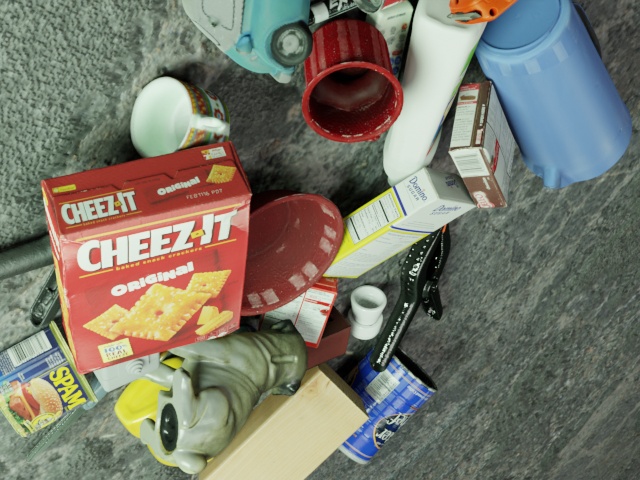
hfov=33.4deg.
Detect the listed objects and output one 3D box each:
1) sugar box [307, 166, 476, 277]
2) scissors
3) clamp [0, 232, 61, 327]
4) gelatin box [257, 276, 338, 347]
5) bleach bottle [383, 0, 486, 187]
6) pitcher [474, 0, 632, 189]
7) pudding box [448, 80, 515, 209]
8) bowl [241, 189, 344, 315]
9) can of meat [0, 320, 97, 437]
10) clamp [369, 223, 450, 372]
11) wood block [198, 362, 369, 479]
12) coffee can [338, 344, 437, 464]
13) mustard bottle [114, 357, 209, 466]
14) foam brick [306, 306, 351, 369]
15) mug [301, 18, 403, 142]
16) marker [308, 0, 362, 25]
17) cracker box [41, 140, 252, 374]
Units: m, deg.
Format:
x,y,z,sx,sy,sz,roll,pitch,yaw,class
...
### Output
x,y,z,sx,sy,sz,roll,pitch,yaw,class
0.075,-0.017,1.176,0.176,0.048,0.093,-34,158,27,sugar box
-0.249,0.156,1.138,0.201,0.016,0.096,-36,143,-9,scissors
-0.233,0.006,0.972,0.171,0.039,0.120,-44,155,4,clamp
-0.026,0.075,1.222,0.073,0.030,0.089,14,124,-7,gelatin box
0.110,-0.150,1.102,0.251,0.068,0.102,103,10,-51,bleach bottle
0.253,-0.184,1.171,0.145,0.149,0.242,-31,143,11,pitcher
0.173,-0.100,1.131,0.113,0.039,0.090,56,39,-52,pudding box
-0.057,0.001,1.117,0.162,0.055,0.162,-23,140,-21,bowl
-0.279,0.140,1.057,0.084,0.057,0.102,-28,142,-14,can of meat
0.120,0.061,1.341,0.164,0.036,0.210,-41,148,-42,clamp
-0.048,0.250,1.340,0.206,0.091,0.090,-44,-170,3,wood block
0.072,0.214,1.431,0.140,0.103,0.102,-47,145,7,coffee can
-0.162,0.215,1.247,0.096,0.058,0.191,-40,146,-11,mustard bottle
-0.011,0.117,1.292,0.078,0.053,0.051,-21,140,-28,foam brick
0.031,-0.144,1.000,0.093,0.081,0.117,-20,134,15,mug
0.018,-0.220,0.988,0.121,0.020,0.020,-27,142,-20,marker
-0.150,0.021,0.947,0.164,0.072,0.214,-14,147,-18,cracker box
